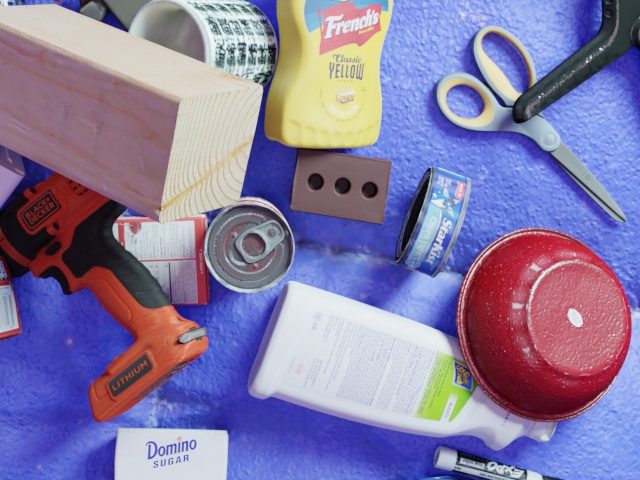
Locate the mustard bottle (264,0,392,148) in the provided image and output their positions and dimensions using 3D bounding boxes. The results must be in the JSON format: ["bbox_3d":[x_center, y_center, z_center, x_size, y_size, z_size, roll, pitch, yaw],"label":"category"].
[{"bbox_3d":[0.011,-0.169,0.829,0.096,0.058,0.192,-3,107,-32],"label":"mustard bottle"}]

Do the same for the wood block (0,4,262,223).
[{"bbox_3d":[-0.155,-0.096,0.759,0.206,0.090,0.090,25,114,27],"label":"wood block"}]

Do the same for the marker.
[{"bbox_3d":[0.157,0.200,0.915,0.121,0.020,0.020,16,95,-4],"label":"marker"}]

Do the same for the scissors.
[{"bbox_3d":[0.168,-0.081,0.889,0.096,0.016,0.202,-29,96,2],"label":"scissors"}]

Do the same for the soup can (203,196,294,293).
[{"bbox_3d":[-0.056,0.001,0.843,0.068,0.102,0.068,0,96,-3],"label":"soup can"}]

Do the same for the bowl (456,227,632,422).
[{"bbox_3d":[0.193,0.064,0.858,0.162,0.055,0.162,3,79,-18],"label":"bowl"}]

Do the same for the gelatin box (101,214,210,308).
[{"bbox_3d":[-0.137,0.017,0.877,0.089,0.030,0.073,-2,96,0],"label":"gelatin box"}]

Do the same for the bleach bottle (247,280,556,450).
[{"bbox_3d":[0.073,0.120,0.882,0.250,0.068,0.102,21,93,-7],"label":"bleach bottle"}]

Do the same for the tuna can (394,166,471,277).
[{"bbox_3d":[0.089,-0.015,0.857,0.033,0.086,0.086,20,94,-3],"label":"tuna can"}]

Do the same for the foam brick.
[{"bbox_3d":[0.016,-0.045,0.867,0.078,0.051,0.053,8,96,-4],"label":"foam brick"}]

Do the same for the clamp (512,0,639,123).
[{"bbox_3d":[0.268,-0.159,0.865,0.164,0.036,0.210,24,97,-15],"label":"clamp"}]

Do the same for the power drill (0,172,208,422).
[{"bbox_3d":[-0.191,0.045,0.838,0.185,0.057,0.188,-37,84,17],"label":"power drill"}]

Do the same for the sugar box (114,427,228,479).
[{"bbox_3d":[-0.124,0.243,0.868,0.093,0.048,0.176,3,73,-3],"label":"sugar box"}]
